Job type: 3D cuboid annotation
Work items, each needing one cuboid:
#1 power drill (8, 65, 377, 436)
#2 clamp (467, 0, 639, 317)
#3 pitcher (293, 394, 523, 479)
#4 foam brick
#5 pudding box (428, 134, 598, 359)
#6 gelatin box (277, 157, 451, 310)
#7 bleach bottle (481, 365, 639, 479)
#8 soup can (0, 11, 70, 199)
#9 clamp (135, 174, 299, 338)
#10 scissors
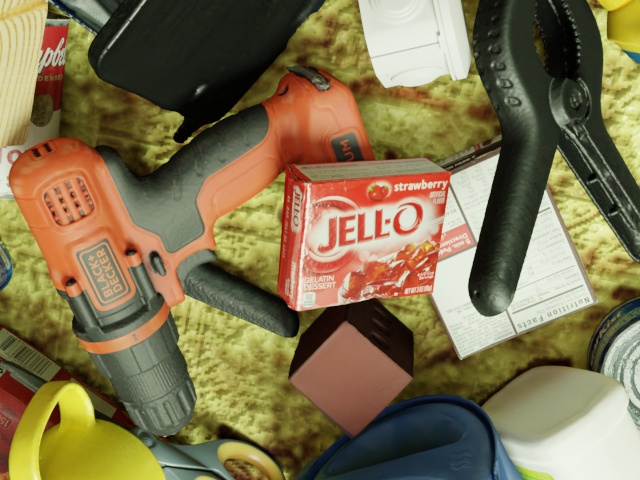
[{"bbox_3d":[-0.054,0.001,0.589,0.187,0.057,0.184,-28,120,-15],"label":"power drill"},{"bbox_3d":[0.118,-0.066,0.573,0.036,0.164,0.210,-7,100,48],"label":"clamp"},{"bbox_3d":[0.088,0.218,0.635,0.145,0.149,0.242,-30,113,10],"label":"pitcher"},{"bbox_3d":[0.019,0.068,0.631,0.053,0.078,0.051,42,105,-7],"label":"foam brick"},{"bbox_3d":[0.100,0.002,0.629,0.090,0.039,0.113,-24,104,9],"label":"pudding box"},{"bbox_3d":[0.023,-0.004,0.574,0.089,0.030,0.073,-5,115,-26],"label":"gelatin box"},{"bbox_3d":[0.191,0.196,0.641,0.068,0.103,0.251,-35,101,-15],"label":"bleach bottle"},{"bbox_3d":[-0.182,-0.081,0.609,0.068,0.068,0.102,9,104,1],"label":"soup can"},{"bbox_3d":[-0.109,0.028,0.649,0.120,0.039,0.171,-41,101,7],"label":"clamp"},{"bbox_3d":[-0.095,0.121,0.653,0.202,0.096,0.016,41,116,3],"label":"scissors"}]
